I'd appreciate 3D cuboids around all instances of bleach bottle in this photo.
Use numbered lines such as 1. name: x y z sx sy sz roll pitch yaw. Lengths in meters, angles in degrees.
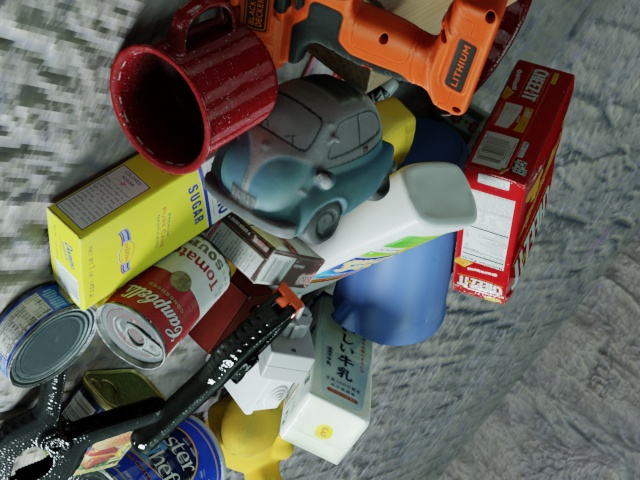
1. bleach bottle: 0.030 0.002 1.063 0.102 0.068 0.251 -5 162 -46

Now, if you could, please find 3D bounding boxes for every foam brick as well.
1. foam brick: -0.094 0.069 1.065 0.078 0.051 0.052 -56 158 19

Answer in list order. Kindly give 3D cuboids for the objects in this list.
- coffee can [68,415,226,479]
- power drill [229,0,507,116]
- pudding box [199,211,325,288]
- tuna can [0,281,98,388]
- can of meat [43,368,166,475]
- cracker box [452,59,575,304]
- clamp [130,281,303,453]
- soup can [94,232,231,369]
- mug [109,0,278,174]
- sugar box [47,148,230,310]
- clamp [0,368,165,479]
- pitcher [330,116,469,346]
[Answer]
1. coffee can: -0.185 0.258 1.144 0.140 0.103 0.103 -22 147 -49
2. power drill: 0.030 -0.169 0.718 0.184 0.187 0.057 102 10 -54
3. pudding box: -0.056 0.001 0.968 0.039 0.090 0.113 -54 158 8
4. tuna can: -0.221 0.075 0.849 0.086 0.034 0.086 -40 158 -21
5. can of meat: -0.208 0.173 1.017 0.084 0.057 0.102 -51 159 12
6. cracker box: 0.206 -0.058 1.146 0.214 0.072 0.164 86 28 -53
7. clamp: -0.086 0.113 0.981 0.164 0.036 0.210 -37 171 -46
8. soup can: -0.127 0.047 0.876 0.102 0.068 0.069 -50 165 -41
9. mug: -0.082 -0.113 0.727 0.081 0.093 0.117 -36 145 -40
10. sugar box: -0.129 -0.028 0.836 0.176 0.048 0.093 -34 155 -30
11. clamp: -0.235 0.159 0.933 0.171 0.120 0.039 -38 -157 5
12. pitcher: 0.098 -0.015 1.169 0.149 0.145 0.243 -76 175 -47
